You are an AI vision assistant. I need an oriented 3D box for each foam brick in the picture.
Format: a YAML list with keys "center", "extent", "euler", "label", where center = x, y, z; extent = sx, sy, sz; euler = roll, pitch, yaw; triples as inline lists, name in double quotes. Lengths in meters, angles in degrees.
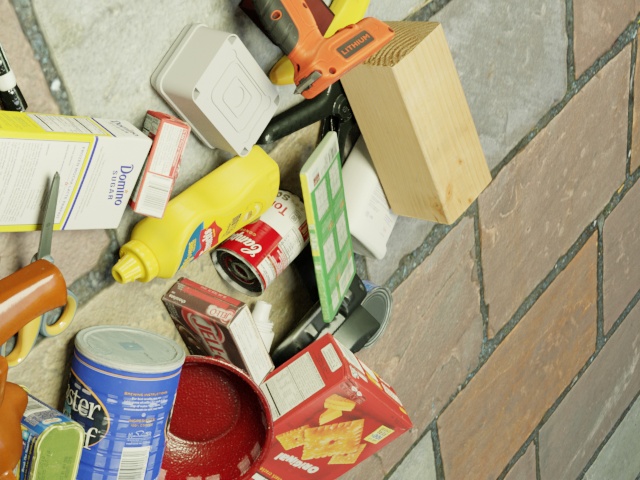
- center: [-0.033, -0.228, 1.057]
  extent: [0.078, 0.053, 0.051]
  euler: [39, 75, -54]
  label: "foam brick"

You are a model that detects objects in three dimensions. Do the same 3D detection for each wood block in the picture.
- center: [0.106, -0.130, 1.179]
  extent: [0.090, 0.091, 0.206]
  euler: [-45, 127, -29]
  label: "wood block"

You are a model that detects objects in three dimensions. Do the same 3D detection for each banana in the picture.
- center: [0.010, -0.236, 1.131]
  extent: [0.069, 0.037, 0.197]
  euler: [35, 77, -36]
  label: "banana"

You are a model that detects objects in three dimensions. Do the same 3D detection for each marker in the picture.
- center: [-0.254, -0.147, 0.825]
  extent: [0.020, 0.020, 0.121]
  euler: [-44, 139, -32]
  label: "marker"

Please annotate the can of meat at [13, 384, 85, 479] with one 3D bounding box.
- center: [-0.260, 0.190, 0.941]
  extent: [0.057, 0.084, 0.102]
  euler: [-2, 109, -53]
  label: "can of meat"

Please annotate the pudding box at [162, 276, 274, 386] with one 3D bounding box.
- center: [-0.104, 0.096, 1.100]
  extent: [0.039, 0.090, 0.113]
  euler: [-51, 143, -26]
  label: "pudding box"

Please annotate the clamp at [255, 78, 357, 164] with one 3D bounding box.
- center: [0.008, -0.147, 1.170]
  extent: [0.164, 0.036, 0.210]
  euler: [38, 74, -53]
  label: "clamp"

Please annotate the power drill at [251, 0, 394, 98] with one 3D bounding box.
- center: [-0.018, -0.239, 0.982]
  extent: [0.184, 0.057, 0.187]
  euler: [-41, 94, -28]
  label: "power drill"

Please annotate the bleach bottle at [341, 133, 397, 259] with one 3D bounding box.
- center: [0.087, -0.110, 1.279]
  extent: [0.250, 0.068, 0.102]
  euler: [-63, 145, -12]
  label: "bleach bottle"

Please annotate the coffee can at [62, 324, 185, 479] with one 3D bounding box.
- center: [-0.191, 0.163, 1.005]
  extent: [0.102, 0.103, 0.140]
  euler: [-4, 111, -53]
  label: "coffee can"

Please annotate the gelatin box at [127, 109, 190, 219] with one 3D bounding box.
- center: [-0.148, -0.070, 0.962]
  extent: [0.030, 0.073, 0.089]
  euler: [16, 96, -21]
  label: "gelatin box"

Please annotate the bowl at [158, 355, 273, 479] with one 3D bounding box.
- center: [-0.128, 0.182, 1.098]
  extent: [0.055, 0.162, 0.162]
  euler: [-95, -167, -72]
  label: "bowl"

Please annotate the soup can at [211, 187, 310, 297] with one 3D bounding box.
- center: [-0.057, 0.001, 1.133]
  extent: [0.102, 0.069, 0.068]
  euler: [-48, 141, -28]
  label: "soup can"

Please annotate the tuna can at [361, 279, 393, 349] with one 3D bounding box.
- center: [0.055, 0.094, 1.369]
  extent: [0.085, 0.034, 0.086]
  euler: [-30, 130, -43]
  label: "tuna can"

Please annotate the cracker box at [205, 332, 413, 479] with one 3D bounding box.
- center: [-0.025, 0.217, 1.195]
  extent: [0.214, 0.072, 0.164]
  euler: [-36, 139, 8]
  label: "cracker box"

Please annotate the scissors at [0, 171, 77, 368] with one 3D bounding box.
- center: [-0.227, 0.023, 0.913]
  extent: [0.096, 0.016, 0.202]
  euler: [-17, 138, -60]
  label: "scissors"

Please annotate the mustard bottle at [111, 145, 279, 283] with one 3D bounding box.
- center: [-0.124, -0.015, 1.028]
  extent: [0.191, 0.058, 0.096]
  euler: [-37, 168, -36]
  label: "mustard bottle"

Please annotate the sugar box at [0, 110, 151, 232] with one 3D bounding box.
- center: [-0.228, -0.056, 0.876]
  extent: [0.175, 0.048, 0.093]
  euler: [-4, 126, -56]
  label: "sugar box"
